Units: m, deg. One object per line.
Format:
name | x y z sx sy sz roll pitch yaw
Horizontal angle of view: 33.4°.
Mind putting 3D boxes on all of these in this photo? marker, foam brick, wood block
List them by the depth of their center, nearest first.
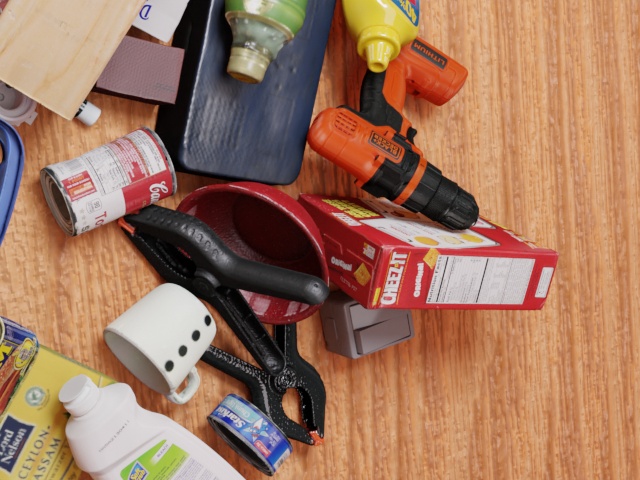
wood block | -0.181 -0.213 0.849 0.090 0.091 0.206 31 106 -20
marker | -0.247 -0.142 0.938 0.121 0.020 0.020 36 77 -28
foam brick | -0.170 -0.154 0.962 0.078 0.051 0.053 10 91 -30

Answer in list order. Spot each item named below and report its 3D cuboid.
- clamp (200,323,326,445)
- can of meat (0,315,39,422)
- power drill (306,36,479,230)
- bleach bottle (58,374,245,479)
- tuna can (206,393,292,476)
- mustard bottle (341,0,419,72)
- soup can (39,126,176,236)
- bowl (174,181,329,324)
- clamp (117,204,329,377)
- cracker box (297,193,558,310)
clamp | -0.053 0.138 1.068 0.120 0.039 0.171 -24 100 -19
can of meat | -0.279 0.104 0.856 0.057 0.084 0.102 27 81 14
power drill | 0.090 -0.113 1.051 0.184 0.057 0.187 31 48 -12
bleach bottle | -0.139 0.202 0.949 0.102 0.068 0.250 -50 126 -23
tuna can | -0.068 0.188 1.036 0.033 0.086 0.086 -47 115 -19
mustard bottle | 0.059 -0.241 1.033 0.096 0.058 0.191 38 47 -42
soup can | -0.189 -0.053 0.952 0.102 0.069 0.068 -26 107 -25
bowl | -0.057 0.001 1.002 0.162 0.162 0.055 57 41 -22
clamp | -0.090 0.029 0.972 0.210 0.165 0.036 39 53 0
cracker box | 0.100 0.013 1.065 0.213 0.164 0.072 2 107 -31
